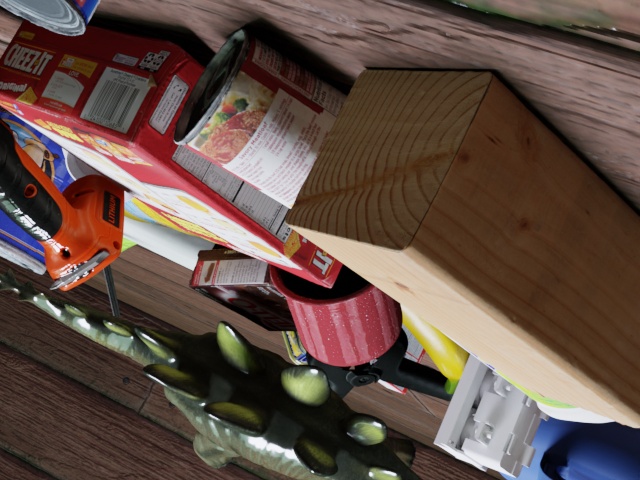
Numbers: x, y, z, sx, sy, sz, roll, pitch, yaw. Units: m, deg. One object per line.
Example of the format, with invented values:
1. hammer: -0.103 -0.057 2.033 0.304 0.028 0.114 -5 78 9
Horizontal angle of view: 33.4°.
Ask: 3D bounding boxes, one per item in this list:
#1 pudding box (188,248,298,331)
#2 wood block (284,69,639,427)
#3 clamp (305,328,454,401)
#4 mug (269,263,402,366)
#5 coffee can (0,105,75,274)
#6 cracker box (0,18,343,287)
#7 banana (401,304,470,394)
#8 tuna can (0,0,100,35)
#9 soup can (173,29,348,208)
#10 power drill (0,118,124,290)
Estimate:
1. pudding box: -0.039 0.043 0.895 0.090 0.039 0.113 -5 152 38
2. wood block: 0.096 0.008 0.539 0.205 0.090 0.091 35 168 -36
3. clamp: 0.031 0.121 1.008 0.165 0.036 0.210 -17 144 11
4. mug: 0.010 0.033 0.806 0.117 0.093 0.081 46 161 44
5. coffee can: -0.248 -0.056 0.906 0.103 0.140 0.103 26 169 5
6. cracker box: -0.091 -0.059 0.711 0.164 0.072 0.213 20 169 41
7. banana: 0.061 0.051 0.869 0.198 0.037 0.070 47 131 -8
8. tuna can: -0.154 -0.145 0.558 0.086 0.033 0.086 26 169 5
9. soup can: -0.016 -0.055 0.563 0.102 0.068 0.069 30 169 -20
10. power drill: -0.216 -0.067 0.739 0.187 0.057 0.184 47 -161 -32
